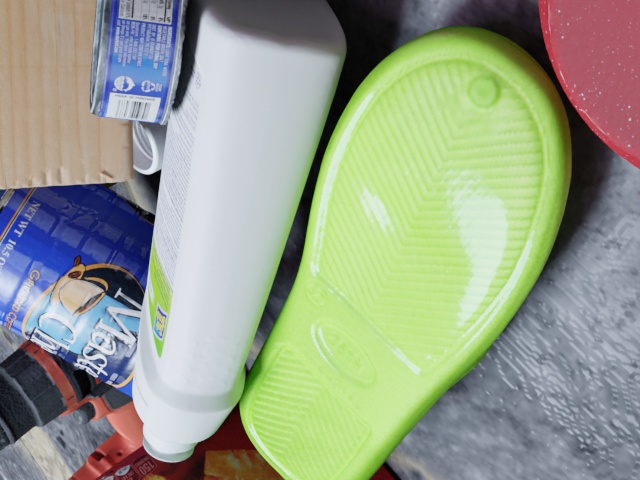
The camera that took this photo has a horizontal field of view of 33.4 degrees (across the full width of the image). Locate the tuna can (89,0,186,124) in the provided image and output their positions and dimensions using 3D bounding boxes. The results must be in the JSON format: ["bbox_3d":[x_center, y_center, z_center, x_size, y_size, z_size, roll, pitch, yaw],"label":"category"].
[{"bbox_3d":[-0.081,-0.095,0.468,0.086,0.033,0.086,-176,90,-75],"label":"tuna can"}]

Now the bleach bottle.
[{"bbox_3d":[-0.053,0.001,0.523,0.102,0.068,0.251,-111,32,-55],"label":"bleach bottle"}]

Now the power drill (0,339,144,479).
[{"bbox_3d":[-0.162,0.127,0.742,0.057,0.184,0.188,36,149,31],"label":"power drill"}]

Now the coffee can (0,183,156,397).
[{"bbox_3d":[-0.129,0.025,0.633,0.140,0.102,0.103,31,145,-8],"label":"coffee can"}]

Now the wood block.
[{"bbox_3d":[-0.145,-0.137,0.529,0.090,0.090,0.206,-135,44,-62],"label":"wood block"}]
